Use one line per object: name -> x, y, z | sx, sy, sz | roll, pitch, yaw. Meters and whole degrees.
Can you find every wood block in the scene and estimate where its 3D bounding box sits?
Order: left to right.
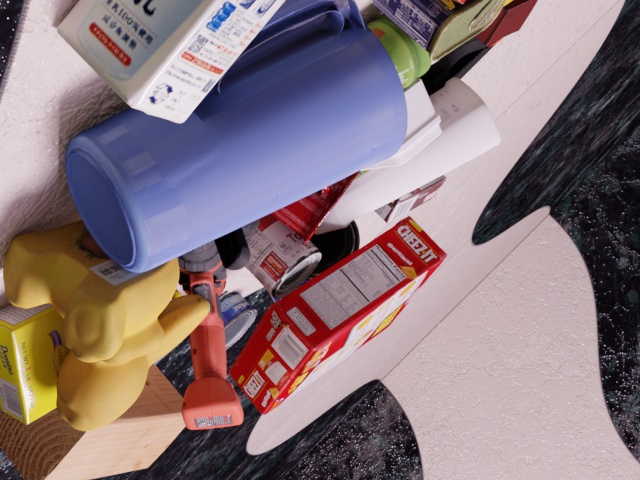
wood block -> -0.229, 0.181, 1.089 | 0.090, 0.091, 0.205 | -48, 160, 11

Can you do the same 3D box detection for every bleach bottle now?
bleach bottle -> 0.065, -0.080, 1.158 | 0.251, 0.068, 0.102 | -30, -151, 1

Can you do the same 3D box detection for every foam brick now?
foam brick -> 0.194, -0.257, 1.173 | 0.078, 0.051, 0.053 | -30, 158, -46

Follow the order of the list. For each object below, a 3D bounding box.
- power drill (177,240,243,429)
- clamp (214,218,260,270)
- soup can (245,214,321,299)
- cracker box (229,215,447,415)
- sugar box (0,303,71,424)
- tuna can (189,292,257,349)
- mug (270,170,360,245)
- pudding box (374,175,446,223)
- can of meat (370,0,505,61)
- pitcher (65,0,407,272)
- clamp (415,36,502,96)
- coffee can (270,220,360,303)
power drill -> -0.109, 0.076, 1.011 | 0.057, 0.187, 0.184 | -4, 159, -2
clamp -> -0.087, -0.023, 0.916 | 0.039, 0.120, 0.171 | -43, 170, 16
soup can -> -0.057, 0.001, 1.082 | 0.068, 0.102, 0.068 | -41, 164, -14
cracker box -> 0.017, 0.080, 1.155 | 0.213, 0.072, 0.164 | -32, 165, -36
sugar box -> -0.203, 0.077, 0.929 | 0.175, 0.048, 0.093 | -29, 127, -43
tuna can -> -0.121, 0.105, 1.324 | 0.086, 0.034, 0.086 | -41, 165, -14
mug -> -0.019, -0.057, 1.022 | 0.093, 0.081, 0.117 | -53, -179, -9
pudding box -> 0.086, -0.078, 1.287 | 0.113, 0.090, 0.039 | -27, 155, -49
can of meat -> 0.107, -0.222, 0.964 | 0.101, 0.084, 0.057 | -36, 162, -32
pitcher -> -0.062, -0.082, 0.796 | 0.242, 0.149, 0.145 | -30, -168, -28
clamp -> 0.118, -0.179, 1.204 | 0.209, 0.036, 0.165 | -34, 163, -25
coffee can -> -0.010, 0.025, 1.276 | 0.102, 0.103, 0.140 | -40, 164, -19
